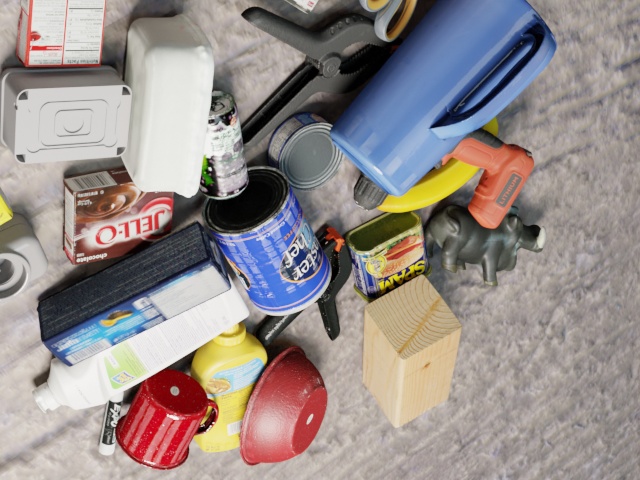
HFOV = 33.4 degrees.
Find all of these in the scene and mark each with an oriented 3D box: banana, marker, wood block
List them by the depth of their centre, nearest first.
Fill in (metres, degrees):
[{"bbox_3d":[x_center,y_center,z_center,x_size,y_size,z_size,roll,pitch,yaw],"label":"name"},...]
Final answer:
[{"bbox_3d":[-0.245,0.200,1.258,0.020,0.020,0.121,-4,122,-33],"label":"marker"},{"bbox_3d":[0.154,-0.091,1.324,0.198,0.037,0.069,-43,115,-4],"label":"banana"},{"bbox_3d":[0.114,0.148,1.378,0.090,0.090,0.206,-27,151,-16],"label":"wood block"}]

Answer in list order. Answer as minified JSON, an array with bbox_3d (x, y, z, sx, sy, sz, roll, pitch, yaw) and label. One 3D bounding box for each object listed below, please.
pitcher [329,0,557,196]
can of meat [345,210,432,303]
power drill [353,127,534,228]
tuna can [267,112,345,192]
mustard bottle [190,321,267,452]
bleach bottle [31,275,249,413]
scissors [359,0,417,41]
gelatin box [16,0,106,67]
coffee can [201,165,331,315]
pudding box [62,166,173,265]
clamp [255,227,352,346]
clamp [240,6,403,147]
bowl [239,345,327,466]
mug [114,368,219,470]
[{"bbox_3d":[0.131,-0.162,1.139,0.243,0.145,0.149,-47,171,2],"label":"pitcher"},{"bbox_3d":[0.085,0.017,1.333,0.102,0.057,0.084,-27,129,-16],"label":"can of meat"},{"bbox_3d":[0.148,-0.087,1.269,0.187,0.057,0.184,28,98,-26],"label":"power drill"},{"bbox_3d":[-0.016,-0.100,1.198,0.086,0.034,0.086,-18,128,-24],"label":"tuna can"},{"bbox_3d":[-0.111,0.165,1.299,0.096,0.058,0.192,-17,128,-26],"label":"mustard bottle"},{"bbox_3d":[-0.209,0.107,1.190,0.250,0.068,0.102,-32,124,-8],"label":"bleach bottle"},{"bbox_3d":[0.096,-0.308,1.114,0.096,0.016,0.202,13,102,-52],"label":"scissors"},{"bbox_3d":[-0.237,-0.204,0.978,0.073,0.030,0.089,-7,124,-32],"label":"gelatin box"},{"bbox_3d":[-0.058,0.001,1.191,0.102,0.103,0.140,-35,133,-9],"label":"coffee can"},{"bbox_3d":[-0.210,-0.029,1.110,0.113,0.039,0.090,-11,126,-28],"label":"pudding box"},{"bbox_3d":[0.000,0.064,1.320,0.120,0.039,0.172,4,124,-44],"label":"clamp"},{"bbox_3d":[-0.004,-0.184,1.146,0.209,0.036,0.165,-15,136,-32],"label":"clamp"},{"bbox_3d":[-0.036,0.216,1.338,0.161,0.055,0.162,-47,148,-43],"label":"bowl"},{"bbox_3d":[-0.170,0.205,1.239,0.117,0.093,0.082,9,123,-34],"label":"mug"}]
